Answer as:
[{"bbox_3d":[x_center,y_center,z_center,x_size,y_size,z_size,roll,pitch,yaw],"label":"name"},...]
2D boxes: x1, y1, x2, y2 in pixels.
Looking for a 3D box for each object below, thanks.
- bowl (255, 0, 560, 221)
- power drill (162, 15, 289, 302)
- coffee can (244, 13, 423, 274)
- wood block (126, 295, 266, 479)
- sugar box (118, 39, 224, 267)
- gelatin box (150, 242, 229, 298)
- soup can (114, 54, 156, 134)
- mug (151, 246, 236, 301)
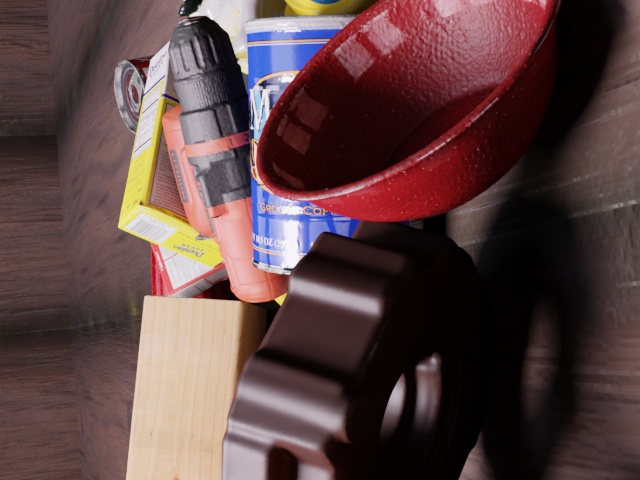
[{"bbox_3d":[0.049,-0.061,0.495,0.055,0.162,0.162,49,180,-29],"label":"bowl"},{"bbox_3d":[-0.072,-0.059,0.738,0.188,0.057,0.184,-142,38,-76],"label":"power drill"},{"bbox_3d":[0.009,-0.057,0.618,0.103,0.102,0.140,-157,65,-69],"label":"coffee can"},{"bbox_3d":[-0.106,0.156,0.922,0.090,0.090,0.206,40,-127,-76],"label":"wood block"},{"bbox_3d":[-0.108,-0.075,0.894,0.048,0.093,0.176,-34,41,42],"label":"sugar box"},{"bbox_3d":[-0.109,0.006,0.990,0.073,0.089,0.030,67,-170,26],"label":"gelatin box"},{"bbox_3d":[-0.129,-0.141,0.984,0.069,0.102,0.068,34,132,47],"label":"soup can"},{"bbox_3d":[-0.121,0.040,1.062,0.117,0.093,0.081,34,-130,-67],"label":"mug"}]
